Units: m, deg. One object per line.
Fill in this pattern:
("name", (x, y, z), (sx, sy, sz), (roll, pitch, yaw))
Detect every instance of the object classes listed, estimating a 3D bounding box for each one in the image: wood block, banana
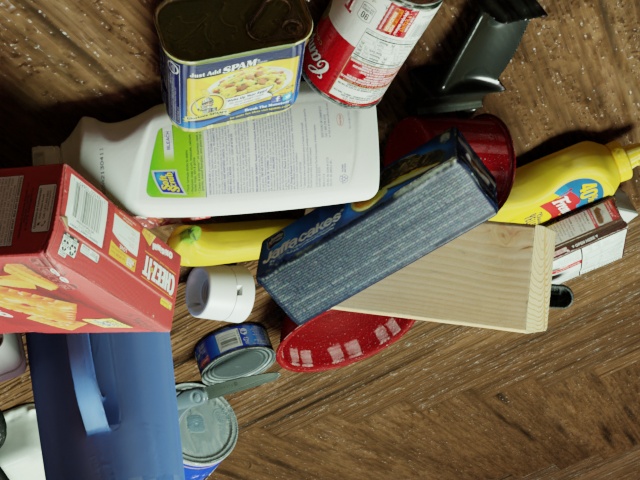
("wood block", (0.093, 0.024, 0.941), (0.206, 0.091, 0.090), (5, 179, 23))
("banana", (-0.074, 0.002, 0.936), (0.070, 0.037, 0.197), (-1, -178, 33))

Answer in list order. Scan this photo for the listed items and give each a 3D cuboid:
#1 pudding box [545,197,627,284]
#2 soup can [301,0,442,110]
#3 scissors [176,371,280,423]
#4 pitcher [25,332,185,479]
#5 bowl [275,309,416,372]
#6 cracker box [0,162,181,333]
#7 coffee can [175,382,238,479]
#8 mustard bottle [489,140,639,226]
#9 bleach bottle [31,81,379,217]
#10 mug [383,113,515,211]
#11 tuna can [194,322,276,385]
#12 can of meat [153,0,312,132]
("pudding box", (0.266, 0.005, 1.096), (0.090, 0.039, 0.113), (-25, 161, 5))
("soup can", (0.035, -0.149, 0.743), (0.068, 0.068, 0.102), (-3, 146, -31))
("scissors", (-0.136, 0.186, 1.147), (0.202, 0.096, 0.016), (-1, -172, 17))
("pitcher", (-0.185, 0.140, 0.914), (0.149, 0.243, 0.145), (19, 134, -41))
("bowl", (0.021, 0.081, 1.148), (0.162, 0.055, 0.162), (-16, 152, -9))
("cracker box", (-0.233, 0.016, 0.764), (0.214, 0.072, 0.164), (-3, 157, 20))
("coffee can", (-0.170, 0.245, 1.255), (0.102, 0.103, 0.140), (-2, 147, -32))
("mustard bottle", (0.230, -0.051, 1.057), (0.191, 0.058, 0.096), (-23, 153, 3))
("bleach bottle", (-0.085, -0.069, 0.791), (0.250, 0.102, 0.068), (-4, -178, -15))
("mug", (0.102, -0.065, 0.929), (0.081, 0.093, 0.117), (1, 179, -27))
("tuna can", (-0.094, 0.125, 1.170), (0.086, 0.034, 0.086), (-16, 152, -9))
("can of meat", (-0.061, -0.125, 0.734), (0.102, 0.057, 0.084), (-14, 153, -14))
